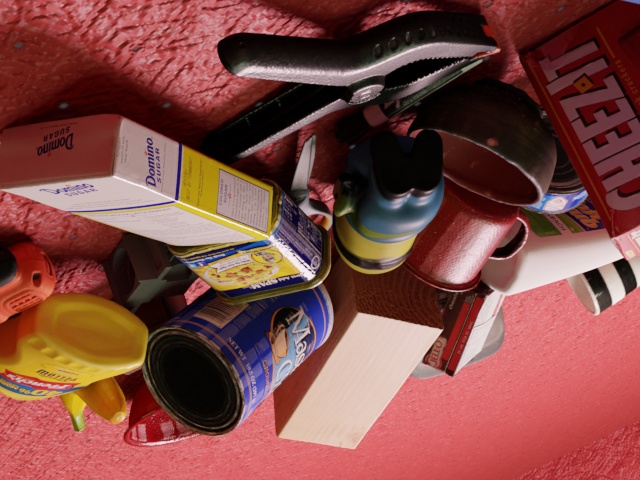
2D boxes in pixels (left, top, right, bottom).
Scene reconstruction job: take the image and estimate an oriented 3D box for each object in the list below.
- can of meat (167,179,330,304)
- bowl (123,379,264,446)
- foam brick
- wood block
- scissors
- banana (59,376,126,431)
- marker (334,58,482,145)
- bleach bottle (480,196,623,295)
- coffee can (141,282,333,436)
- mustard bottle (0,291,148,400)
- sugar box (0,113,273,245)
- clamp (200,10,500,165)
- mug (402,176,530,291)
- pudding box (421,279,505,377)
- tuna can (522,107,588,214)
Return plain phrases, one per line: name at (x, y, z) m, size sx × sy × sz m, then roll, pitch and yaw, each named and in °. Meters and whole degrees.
can of meat at (-0.055, 0.001, 0.816) m, size 0.102 × 0.057 × 0.083 m, roll -13°, pitch 147°, yaw 23°
bowl at (-0.141, 0.167, 1.155) m, size 0.162 × 0.055 × 0.162 m, roll -18°, pitch 157°, yaw -8°
foam brick at (-0.158, 0.077, 0.941) m, size 0.078 × 0.053 × 0.051 m, roll -26°, pitch 157°, yaw 12°
wood block at (0.031, 0.108, 1.054) m, size 0.090 × 0.090 × 0.206 m, roll 12°, pitch 134°, yaw -19°
scissors at (-0.036, -0.030, 0.840) m, size 0.096 × 0.016 × 0.201 m, roll -19°, pitch 161°, yaw 2°
banana at (-0.213, 0.137, 0.983) m, size 0.037 × 0.069 × 0.198 m, roll -30°, pitch -179°, yaw -23°
marker at (0.061, -0.105, 0.767) m, size 0.121 × 0.020 × 0.020 m, roll -31°, pitch 156°, yaw 22°
bleach bottle at (0.248, -0.015, 1.057) m, size 0.250 × 0.103 × 0.068 m, roll -13°, pitch 133°, yaw -36°
coffee can at (-0.068, 0.083, 0.899) m, size 0.103 × 0.103 × 0.140 m, roll -43°, pitch 178°, yaw 42°
mustard bottle at (-0.227, 0.094, 0.880) m, size 0.096 × 0.058 × 0.192 m, roll 19°, pitch 153°, yaw -32°
sugar box at (-0.115, -0.036, 0.700) m, size 0.093 × 0.048 × 0.176 m, roll -4°, pitch 164°, yaw 28°
clamp at (0.016, -0.105, 0.702) m, size 0.209 × 0.036 × 0.165 m, roll -16°, pitch 167°, yaw -21°
mug at (0.127, -0.014, 0.918) m, size 0.117 × 0.093 × 0.082 m, roll 16°, pitch 129°, yaw -19°
pudding box at (0.144, 0.075, 1.039) m, size 0.113 × 0.039 × 0.090 m, roll -17°, pitch 131°, yaw -65°
tuna can at (0.187, -0.067, 0.877) m, size 0.086 × 0.086 × 0.034 m, roll -16°, pitch 155°, yaw -14°
